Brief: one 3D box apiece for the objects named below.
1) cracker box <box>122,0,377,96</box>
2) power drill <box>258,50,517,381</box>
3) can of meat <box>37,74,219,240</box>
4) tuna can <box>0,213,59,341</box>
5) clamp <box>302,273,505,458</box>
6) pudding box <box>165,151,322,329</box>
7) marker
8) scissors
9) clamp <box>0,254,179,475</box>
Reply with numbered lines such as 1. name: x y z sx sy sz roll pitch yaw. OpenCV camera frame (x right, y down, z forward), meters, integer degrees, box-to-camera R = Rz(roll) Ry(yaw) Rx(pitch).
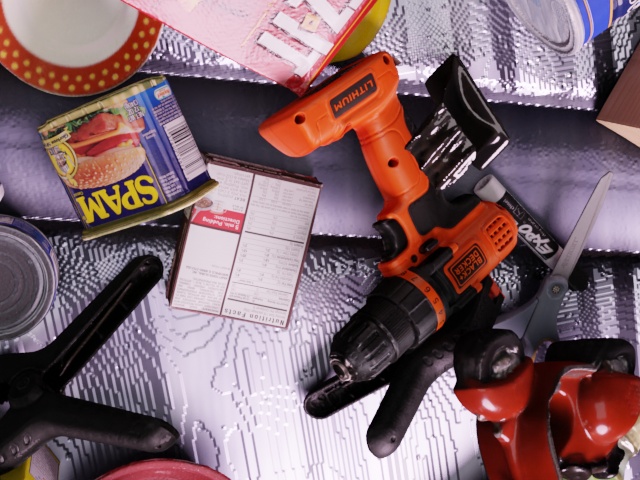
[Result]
1. cracker box: -0.051 -0.202 0.637 0.213 0.072 0.164 24 117 -36
2. power drill: 0.038 -0.020 0.737 0.184 0.057 0.187 -40 106 -31
3. can of meat: -0.130 -0.056 0.711 0.102 0.057 0.084 -15 105 33
4. tuna can: -0.225 0.026 0.738 0.086 0.034 0.086 -2 102 -10
5. clamp: 0.071 0.087 0.767 0.171 0.120 0.039 -41 116 -6
6. pudding box: -0.055 0.001 0.764 0.090 0.039 0.113 12 100 -14
7. marker: 0.164 -0.003 0.814 0.121 0.020 0.020 43 91 -16
8. scissors: 0.157 0.040 0.809 0.096 0.016 0.202 4 110 -6
9. clamp: -0.188 0.097 0.731 0.210 0.164 0.036 -20 133 15
